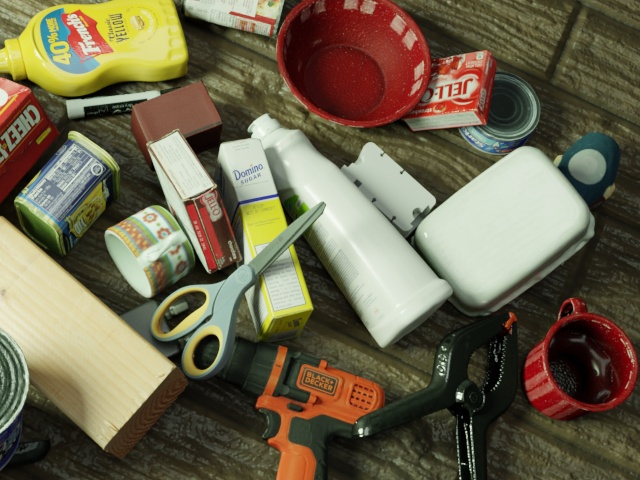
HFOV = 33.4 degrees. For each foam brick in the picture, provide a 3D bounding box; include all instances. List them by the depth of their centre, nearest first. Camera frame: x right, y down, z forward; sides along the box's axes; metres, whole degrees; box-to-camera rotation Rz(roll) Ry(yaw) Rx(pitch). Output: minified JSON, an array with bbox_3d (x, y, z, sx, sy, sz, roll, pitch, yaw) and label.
[{"bbox_3d":[-0.143,-0.113,1.054,0.078,0.053,0.051,-23,75,-19],"label":"foam brick"}]

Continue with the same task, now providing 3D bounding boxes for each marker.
[{"bbox_3d":[-0.193,-0.139,1.073,0.121,0.020,0.020,-9,71,-13],"label":"marker"}]

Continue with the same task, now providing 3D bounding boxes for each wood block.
[{"bbox_3d":[-0.224,0.085,0.928,0.206,0.090,0.090,39,77,12],"label":"wood block"}]

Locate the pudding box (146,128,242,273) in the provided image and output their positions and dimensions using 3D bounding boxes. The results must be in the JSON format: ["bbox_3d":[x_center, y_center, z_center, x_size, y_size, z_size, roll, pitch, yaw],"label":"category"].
[{"bbox_3d":[-0.117,-0.037,0.986,0.039,0.090,0.114,-25,41,-13],"label":"pudding box"}]

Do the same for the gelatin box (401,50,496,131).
[{"bbox_3d":[0.134,-0.154,1.104,0.089,0.030,0.073,-2,63,35],"label":"gelatin box"}]

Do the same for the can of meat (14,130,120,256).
[{"bbox_3d":[-0.233,-0.039,0.984,0.057,0.102,0.084,35,69,4],"label":"can of meat"}]

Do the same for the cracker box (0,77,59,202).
[{"bbox_3d":[-0.370,-0.089,0.953,0.214,0.072,0.164,22,64,27],"label":"cracker box"}]

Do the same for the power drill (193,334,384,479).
[{"bbox_3d":[-0.048,0.185,0.953,0.184,0.057,0.187,19,67,-3],"label":"power drill"}]

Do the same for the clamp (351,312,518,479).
[{"bbox_3d":[0.137,0.159,0.997,0.164,0.036,0.209,49,59,-13],"label":"clamp"}]

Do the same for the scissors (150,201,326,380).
[{"bbox_3d":[-0.065,0.052,0.934,0.202,0.016,0.096,-28,67,21],"label":"scissors"}]

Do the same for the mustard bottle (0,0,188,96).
[{"bbox_3d":[-0.235,-0.193,1.066,0.191,0.058,0.096,-14,71,-14],"label":"mustard bottle"}]

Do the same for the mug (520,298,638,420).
[{"bbox_3d":[0.241,0.113,1.018,0.093,0.081,0.117,2,69,-9],"label":"mug"}]

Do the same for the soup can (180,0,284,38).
[{"bbox_3d":[-0.088,-0.256,1.110,0.102,0.068,0.068,13,68,-4],"label":"soup can"}]

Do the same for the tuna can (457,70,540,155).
[{"bbox_3d":[0.188,-0.136,1.130,0.086,0.034,0.086,3,69,-9],"label":"tuna can"}]

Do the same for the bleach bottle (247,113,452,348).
[{"bbox_3d":[0.016,-0.021,1.018,0.068,0.103,0.251,-32,79,-25],"label":"bleach bottle"}]

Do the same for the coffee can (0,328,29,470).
[{"bbox_3d":[-0.288,0.132,0.850,0.102,0.140,0.103,7,64,-15],"label":"coffee can"}]

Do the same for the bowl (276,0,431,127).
[{"bbox_3d":[0.031,-0.178,1.108,0.162,0.055,0.162,3,69,-9],"label":"bowl"}]

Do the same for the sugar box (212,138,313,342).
[{"bbox_3d":[-0.056,0.001,1.003,0.048,0.093,0.176,-10,72,-15],"label":"sugar box"}]
